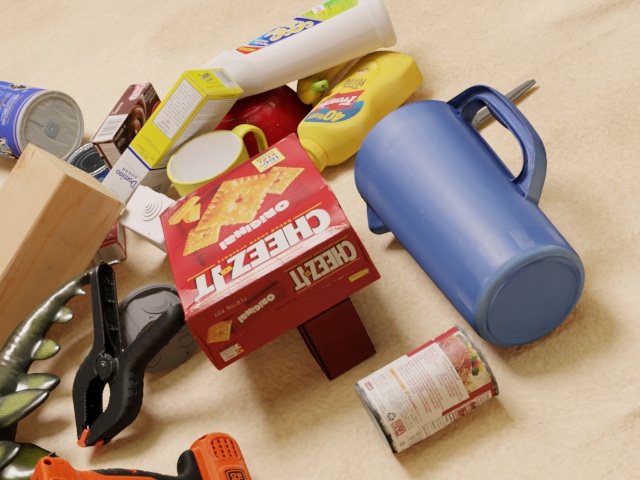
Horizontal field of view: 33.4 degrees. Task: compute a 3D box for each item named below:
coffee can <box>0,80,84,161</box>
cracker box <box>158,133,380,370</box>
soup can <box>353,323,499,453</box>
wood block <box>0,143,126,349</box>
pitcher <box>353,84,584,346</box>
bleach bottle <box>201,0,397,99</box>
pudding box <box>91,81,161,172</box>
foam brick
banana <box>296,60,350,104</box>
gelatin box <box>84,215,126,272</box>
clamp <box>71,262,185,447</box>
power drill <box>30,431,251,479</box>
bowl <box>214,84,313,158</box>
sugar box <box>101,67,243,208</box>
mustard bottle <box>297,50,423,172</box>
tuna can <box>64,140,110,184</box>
[{"bbox_3d":[-0.401,-0.158,1.431,0.141,0.102,0.102,15,53,39],"label":"coffee can"},{"bbox_3d":[-0.056,0.001,0.986,0.164,0.072,0.214,-30,30,1],"label":"cracker box"},{"bbox_3d":[0.087,0.124,0.886,0.102,0.068,0.068,-29,39,-5],"label":"soup can"},{"bbox_3d":[-0.310,0.016,1.129,0.091,0.090,0.206,35,93,44],"label":"wood block"},{"bbox_3d":[0.141,-0.025,0.975,0.145,0.149,0.243,-18,41,-13],"label":"pitcher"},{"bbox_3d":[-0.042,-0.218,1.254,0.251,0.068,0.102,-24,28,1],"label":"bleach bottle"},{"bbox_3d":[-0.225,-0.126,1.314,0.039,0.090,0.113,1,46,30],"label":"pudding box"},{"bbox_3d":[0.007,0.077,0.973,0.051,0.078,0.053,-31,39,-6],"label":"foam brick"},{"bbox_3d":[0.012,-0.214,1.321,0.070,0.037,0.197,-13,28,28],"label":"banana"},{"bbox_3d":[-0.272,0.003,1.237,0.089,0.030,0.073,-20,39,2],"label":"gelatin box"},{"bbox_3d":[-0.181,0.114,0.987,0.120,0.039,0.171,13,95,41],"label":"clamp"},{"bbox_3d":[-0.122,0.228,0.816,0.187,0.057,0.184,6,35,-30],"label":"power drill"},{"bbox_3d":[-0.092,-0.153,1.303,0.162,0.055,0.162,-14,40,12],"label":"bowl"},{"bbox_3d":[-0.169,-0.116,1.211,0.176,0.048,0.093,-46,-9,23],"label":"sugar box"},{"bbox_3d":[0.029,-0.140,1.222,0.096,0.058,0.191,10,50,46],"label":"mustard bottle"},{"bbox_3d":[-0.283,-0.092,1.349,0.086,0.033,0.086,-15,40,12],"label":"tuna can"}]
